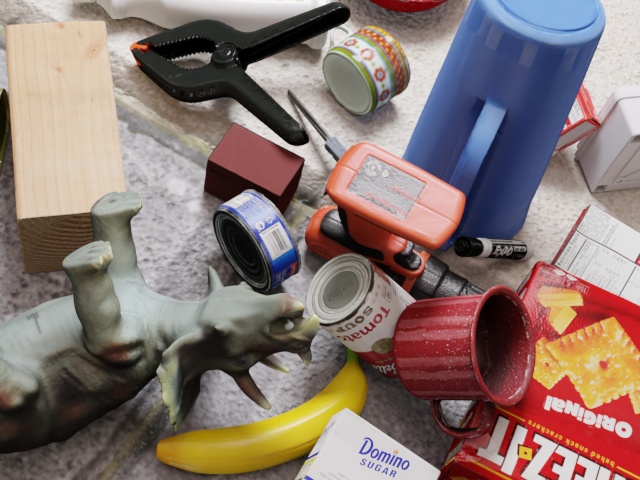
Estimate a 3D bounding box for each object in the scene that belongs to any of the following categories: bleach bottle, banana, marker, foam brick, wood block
[{"bbox_3d":[-0.120,-0.247,1.077,0.250,0.068,0.102,-1,59,-8],"label":"bleach bottle"},{"bbox_3d":[-0.033,0.150,0.868,0.197,0.037,0.070,-23,38,-25],"label":"banana"},{"bbox_3d":[0.156,0.007,0.958,0.120,0.020,0.020,3,50,-51],"label":"marker"},{"bbox_3d":[-0.061,-0.061,0.978,0.078,0.053,0.051,28,58,7],"label":"foam brick"},{"bbox_3d":[-0.225,-0.085,0.941,0.090,0.091,0.206,-5,60,-13],"label":"wood block"}]

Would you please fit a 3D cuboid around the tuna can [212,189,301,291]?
[{"bbox_3d":[-0.056,0.001,0.922,0.033,0.086,0.086,-33,70,-25],"label":"tuna can"}]

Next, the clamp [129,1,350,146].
[{"bbox_3d":[-0.079,-0.176,1.020,0.210,0.036,0.164,14,62,20],"label":"clamp"}]

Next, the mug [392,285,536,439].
[{"bbox_3d":[0.111,0.097,0.839,0.093,0.082,0.117,8,78,-48],"label":"mug"}]

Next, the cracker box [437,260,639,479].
[{"bbox_3d":[0.214,0.141,0.894,0.164,0.072,0.213,26,59,7],"label":"cracker box"}]

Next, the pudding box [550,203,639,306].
[{"bbox_3d":[0.275,0.031,0.993,0.113,0.039,0.090,32,59,12],"label":"pudding box"}]

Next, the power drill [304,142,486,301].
[{"bbox_3d":[0.070,0.004,0.886,0.184,0.188,0.057,27,70,10],"label":"power drill"}]

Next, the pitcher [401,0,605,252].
[{"bbox_3d":[0.152,-0.110,0.931,0.144,0.243,0.149,-9,53,-21],"label":"pitcher"}]

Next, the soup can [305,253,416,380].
[{"bbox_3d":[0.044,0.063,0.882,0.102,0.069,0.068,41,47,-39],"label":"soup can"}]

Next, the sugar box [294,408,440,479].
[{"bbox_3d":[0.008,0.226,0.803,0.093,0.048,0.176,35,63,-2],"label":"sugar box"}]

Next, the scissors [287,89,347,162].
[{"bbox_3d":[0.025,-0.070,1.012,0.016,0.096,0.202,-33,37,-5],"label":"scissors"}]
